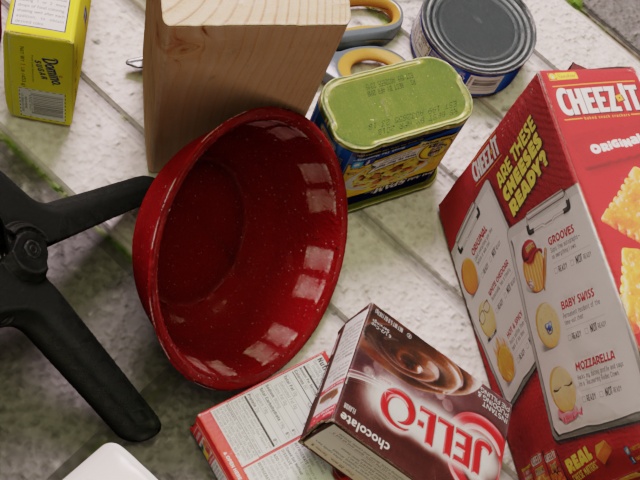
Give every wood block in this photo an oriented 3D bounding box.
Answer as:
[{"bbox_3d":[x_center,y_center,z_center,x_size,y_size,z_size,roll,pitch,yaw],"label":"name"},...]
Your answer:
[{"bbox_3d":[-0.052,-0.114,0.602,0.090,0.206,0.090,-2,75,-11],"label":"wood block"}]

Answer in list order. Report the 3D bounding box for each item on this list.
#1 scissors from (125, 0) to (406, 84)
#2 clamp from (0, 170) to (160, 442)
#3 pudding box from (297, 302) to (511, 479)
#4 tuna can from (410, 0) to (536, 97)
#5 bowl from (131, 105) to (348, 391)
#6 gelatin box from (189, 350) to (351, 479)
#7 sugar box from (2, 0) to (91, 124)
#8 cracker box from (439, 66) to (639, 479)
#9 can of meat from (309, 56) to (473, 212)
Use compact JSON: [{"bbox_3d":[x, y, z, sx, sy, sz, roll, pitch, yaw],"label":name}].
[{"bbox_3d":[-0.021,-0.116,0.727,0.201,0.016,0.096,-24,72,-23],"label":"scissors"},{"bbox_3d":[-0.159,0.003,0.573,0.209,0.036,0.164,32,48,-39],"label":"clamp"},{"bbox_3d":[0.051,0.103,0.598,0.113,0.039,0.090,35,42,-12],"label":"pudding box"},{"bbox_3d":[0.108,-0.146,0.763,0.086,0.034,0.086,5,63,-11],"label":"tuna can"},{"bbox_3d":[-0.054,0.001,0.609,0.055,0.162,0.162,15,54,37],"label":"bowl"},{"bbox_3d":[-0.018,0.115,0.607,0.089,0.030,0.073,-24,72,-26],"label":"gelatin box"},{"bbox_3d":[-0.165,-0.172,0.675,0.048,0.093,0.176,9,63,-10],"label":"sugar box"},{"bbox_3d":[0.152,0.034,0.613,0.072,0.164,0.214,-6,66,-18],"label":"cracker box"},{"bbox_3d":[0.038,-0.067,0.679,0.102,0.084,0.057,-18,70,-21],"label":"can of meat"}]
